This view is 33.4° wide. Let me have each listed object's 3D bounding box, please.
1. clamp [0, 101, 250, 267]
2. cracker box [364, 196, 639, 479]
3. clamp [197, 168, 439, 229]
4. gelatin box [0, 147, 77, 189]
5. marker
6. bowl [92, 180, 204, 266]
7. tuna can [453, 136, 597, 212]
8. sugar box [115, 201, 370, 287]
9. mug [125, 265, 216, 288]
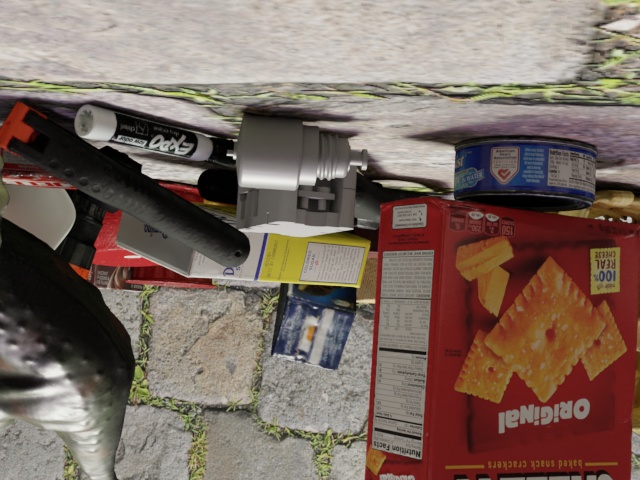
[{"bbox_3d":[-0.118,-0.032,0.649,0.120,0.039,0.171,23,178,31],"label":"clamp"},{"bbox_3d":[0.115,0.087,0.653,0.163,0.214,0.072,6,175,-31],"label":"cracker box"},{"bbox_3d":[0.034,-0.028,0.810,0.209,0.036,0.165,9,178,-36],"label":"clamp"},{"bbox_3d":[-0.204,-0.054,0.724,0.089,0.030,0.073,4,175,-7],"label":"gelatin box"},{"bbox_3d":[-0.092,-0.060,0.635,0.020,0.020,0.120,0,174,40],"label":"marker"},{"bbox_3d":[-0.170,-0.010,0.963,0.162,0.055,0.162,-2,169,-1],"label":"bowl"},{"bbox_3d":[0.123,-0.039,0.647,0.086,0.034,0.086,3,175,0],"label":"tuna can"},{"bbox_3d":[-0.055,0.001,0.809,0.093,0.048,0.175,20,-172,43],"label":"sugar box"},{"bbox_3d":[-0.138,0.006,1.091,0.117,0.081,0.093,5,175,-18],"label":"mug"}]
